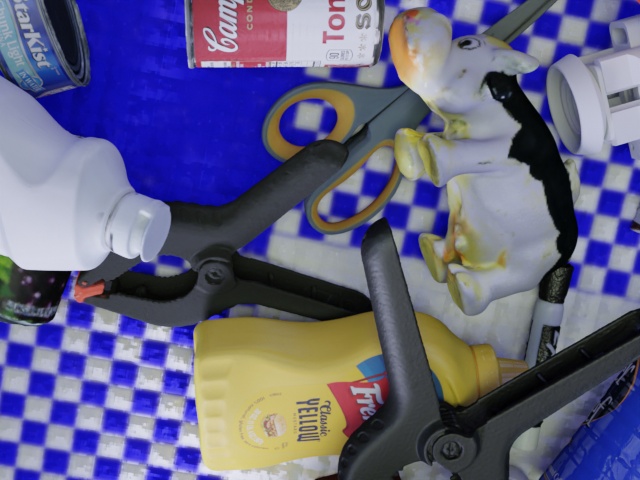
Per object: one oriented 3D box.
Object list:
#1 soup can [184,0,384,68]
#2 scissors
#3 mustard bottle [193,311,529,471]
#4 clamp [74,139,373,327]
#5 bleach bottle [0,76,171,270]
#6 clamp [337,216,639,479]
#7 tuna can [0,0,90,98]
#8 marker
[{"bbox_3d":[-0.020,-0.126,0.570,0.102,0.068,0.068,-1,101,-4],"label":"soup can"},{"bbox_3d":[0.046,-0.095,0.605,0.096,0.016,0.202,36,97,-12],"label":"scissors"},{"bbox_3d":[0.025,0.084,0.614,0.191,0.058,0.096,-4,125,-4],"label":"mustard bottle"},{"bbox_3d":[-0.054,0.001,0.597,0.171,0.039,0.120,-3,117,-4],"label":"clamp"},{"bbox_3d":[-0.189,-0.055,0.529,0.251,0.068,0.103,22,120,13],"label":"bleach bottle"},{"bbox_3d":[0.078,0.101,0.571,0.164,0.036,0.210,13,108,-8],"label":"clamp"},{"bbox_3d":[-0.150,-0.118,0.555,0.034,0.086,0.086,-15,102,1],"label":"tuna can"},{"bbox_3d":[0.132,0.067,0.640,0.020,0.020,0.121,8,101,-5],"label":"marker"}]
